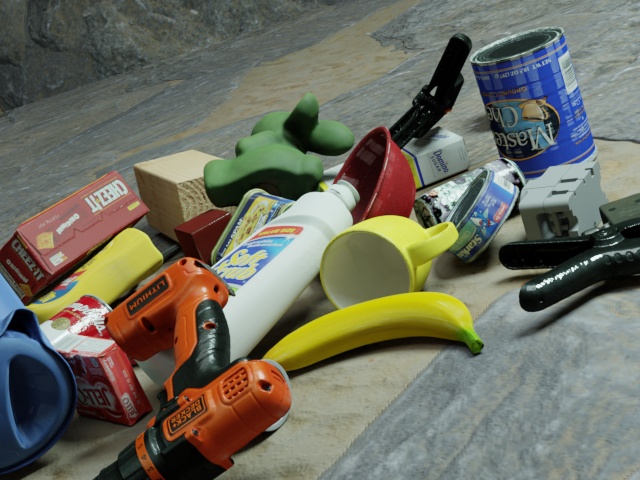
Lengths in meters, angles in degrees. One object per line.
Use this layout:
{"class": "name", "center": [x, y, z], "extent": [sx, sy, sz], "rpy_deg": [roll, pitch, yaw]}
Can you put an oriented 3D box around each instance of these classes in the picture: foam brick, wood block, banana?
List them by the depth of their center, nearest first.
{"class": "banana", "center": [0.044, 0.074, 0.890], "extent": [0.198, 0.037, 0.069], "rpy_deg": [-11, 20, 26]}
{"class": "foam brick", "center": [-0.117, 0.011, 1.172], "extent": [0.053, 0.078, 0.051], "rpy_deg": [-29, 22, -23]}
{"class": "wood block", "center": [-0.163, -0.055, 1.369], "extent": [0.090, 0.090, 0.206], "rpy_deg": [-18, 16, -21]}

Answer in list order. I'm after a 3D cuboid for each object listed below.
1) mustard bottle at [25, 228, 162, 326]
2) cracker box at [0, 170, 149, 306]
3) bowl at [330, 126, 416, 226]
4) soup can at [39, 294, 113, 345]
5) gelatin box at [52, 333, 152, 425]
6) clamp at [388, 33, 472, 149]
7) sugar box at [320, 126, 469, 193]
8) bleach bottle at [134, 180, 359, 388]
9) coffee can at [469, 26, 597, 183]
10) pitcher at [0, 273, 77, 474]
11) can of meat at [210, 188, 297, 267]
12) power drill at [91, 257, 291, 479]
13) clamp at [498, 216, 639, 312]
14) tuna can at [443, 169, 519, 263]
{"class": "mustard bottle", "center": [-0.265, 0.064, 1.165], "extent": [0.191, 0.058, 0.096], "rpy_deg": [-40, 15, -20]}
{"class": "cracker box", "center": [-0.320, 0.022, 1.250], "extent": [0.214, 0.072, 0.164], "rpy_deg": [-38, 2, 44]}
{"class": "bowl", "center": [0.050, -0.032, 1.079], "extent": [0.162, 0.055, 0.162], "rpy_deg": [-57, 18, 29]}
{"class": "soup can", "center": [-0.255, 0.108, 1.064], "extent": [0.069, 0.068, 0.102], "rpy_deg": [-2, 27, 44]}
{"class": "gelatin box", "center": [-0.198, 0.124, 0.951], "extent": [0.089, 0.073, 0.030], "rpy_deg": [1, 29, 46]}
{"class": "clamp", "center": [0.132, -0.166, 1.225], "extent": [0.165, 0.036, 0.209], "rpy_deg": [-54, -8, 19]}
{"class": "sugar box", "center": [0.082, -0.081, 1.273], "extent": [0.176, 0.048, 0.093], "rpy_deg": [-19, 18, -7]}
{"class": "bleach bottle", "center": [-0.058, 0.034, 0.978], "extent": [0.250, 0.068, 0.103], "rpy_deg": [-46, 31, -24]}
{"class": "coffee can", "center": [0.228, -0.144, 1.141], "extent": [0.103, 0.140, 0.103], "rpy_deg": [-19, 19, 6]}
{"class": "pitcher", "center": [-0.321, 0.101, 0.956], "extent": [0.149, 0.145, 0.243], "rpy_deg": [-32, 36, -14]}
{"class": "can of meat", "center": [-0.057, 0.001, 1.122], "extent": [0.084, 0.057, 0.102], "rpy_deg": [17, 75, 57]}
{"class": "power drill", "center": [-0.117, 0.113, 0.812], "extent": [0.184, 0.057, 0.188], "rpy_deg": [-35, 39, 9]}
{"class": "clamp", "center": [0.228, 0.009, 0.878], "extent": [0.171, 0.039, 0.120], "rpy_deg": [-15, 23, -3]}
{"class": "tuna can", "center": [0.145, -0.023, 0.991], "extent": [0.086, 0.033, 0.086], "rpy_deg": [-56, 5, 6]}
